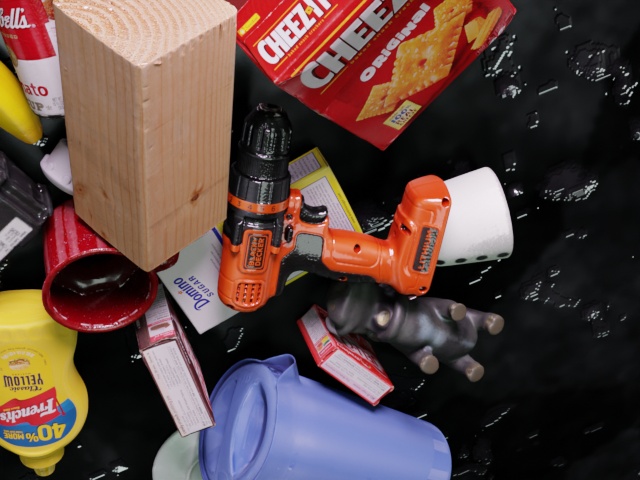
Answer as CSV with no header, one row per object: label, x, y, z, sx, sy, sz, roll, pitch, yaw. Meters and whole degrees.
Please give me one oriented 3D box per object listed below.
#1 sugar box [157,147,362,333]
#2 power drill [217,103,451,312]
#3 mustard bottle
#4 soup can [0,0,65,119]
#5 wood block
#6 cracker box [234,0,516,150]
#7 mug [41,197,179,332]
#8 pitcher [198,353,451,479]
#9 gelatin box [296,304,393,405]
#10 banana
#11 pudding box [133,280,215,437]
sugar box,-0.056,0.001,0.952,0.176,0.048,0.093,-27,124,2
power drill,0.011,-0.022,0.897,0.187,0.057,0.184,4,119,-14
mustard bottle,-0.259,0.136,0.957,0.096,0.058,0.192,-3,123,-6
soup can,-0.199,-0.150,0.792,0.068,0.068,0.102,-18,126,-8
wood block,-0.125,-0.087,0.779,0.090,0.090,0.206,-37,152,-32
cracker box,0.049,-0.166,0.806,0.164,0.072,0.213,-45,158,12
mug,-0.176,0.013,0.887,0.117,0.081,0.093,-15,134,-6
pitcher,0.005,0.218,1.062,0.242,0.145,0.149,21,146,-32
gelatin box,0.025,0.110,1.031,0.030,0.073,0.089,-45,124,11
banana,-0.288,-0.134,0.793,0.197,0.037,0.070,25,142,-27
pudding box,-0.134,0.107,0.964,0.039,0.090,0.113,-23,125,-4
